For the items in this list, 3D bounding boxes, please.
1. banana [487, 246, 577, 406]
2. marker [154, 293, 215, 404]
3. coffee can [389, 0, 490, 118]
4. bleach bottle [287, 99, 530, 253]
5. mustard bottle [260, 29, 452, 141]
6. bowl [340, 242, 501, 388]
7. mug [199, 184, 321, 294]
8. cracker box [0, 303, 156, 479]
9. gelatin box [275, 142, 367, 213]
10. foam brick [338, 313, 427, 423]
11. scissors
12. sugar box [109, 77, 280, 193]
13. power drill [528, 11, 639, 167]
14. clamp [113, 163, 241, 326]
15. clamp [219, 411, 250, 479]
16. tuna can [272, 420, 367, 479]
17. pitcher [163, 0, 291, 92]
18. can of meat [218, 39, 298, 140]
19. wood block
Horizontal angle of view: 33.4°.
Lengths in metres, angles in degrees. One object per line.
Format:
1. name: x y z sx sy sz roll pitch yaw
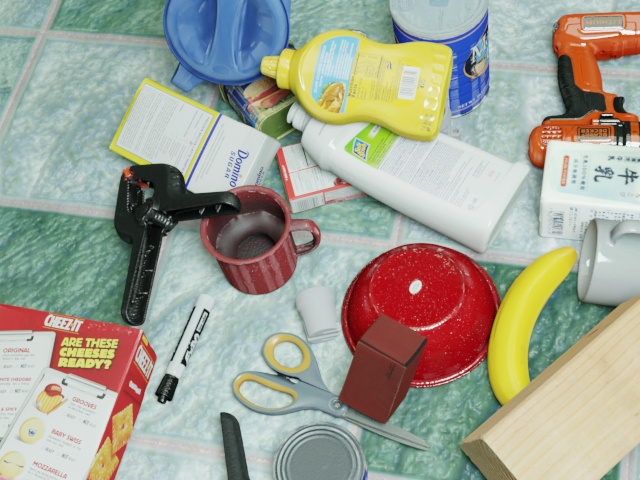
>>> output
1. banana: 0.199 0.085 1.027 0.069 0.037 0.197 21 65 -10
2. marker: -0.137 0.109 1.080 0.020 0.020 0.121 13 63 17
3. coffee can: 0.132 -0.213 1.154 0.103 0.140 0.103 -5 59 7
4. bleach bottle: 0.082 -0.086 1.108 0.251 0.068 0.102 29 65 15
5. mustard bottle: 0.033 -0.163 1.082 0.192 0.058 0.096 11 86 10
6. bowl: 0.097 0.060 1.047 0.162 0.055 0.162 -5 58 7
7. mug: -0.057 0.001 1.094 0.117 0.081 0.093 -10 58 4
8. cracker box: -0.271 0.180 1.032 0.164 0.072 0.213 9 60 13
9. gelatin box: 0.002 -0.075 1.159 0.089 0.030 0.073 -15 58 -2
10. foam brick: 0.058 0.120 0.994 0.053 0.078 0.051 28 37 15
11. scissors: 0.014 0.142 1.035 0.202 0.016 0.096 7 61 14
12. sugar box: -0.139 -0.104 1.179 0.176 0.048 0.093 28 93 21
13. power drill: 0.316 -0.156 1.135 0.184 0.057 0.187 1 60 11
14. clamp: -0.159 -0.029 1.092 0.165 0.036 0.210 -43 38 13
15. clamp: -0.091 0.251 0.975 0.120 0.039 0.172 -34 60 -8
16. tuna can: 0.001 0.213 0.984 0.086 0.034 0.086 -5 59 7
17. pitcher: -0.099 -0.275 1.208 0.149 0.145 0.242 -7 31 8
18. can of meat: -0.050 -0.168 1.210 0.102 0.057 0.084 -32 61 -10
19. wood block: 0.235 0.145 0.936 0.206 0.091 0.090 -38 82 -13
